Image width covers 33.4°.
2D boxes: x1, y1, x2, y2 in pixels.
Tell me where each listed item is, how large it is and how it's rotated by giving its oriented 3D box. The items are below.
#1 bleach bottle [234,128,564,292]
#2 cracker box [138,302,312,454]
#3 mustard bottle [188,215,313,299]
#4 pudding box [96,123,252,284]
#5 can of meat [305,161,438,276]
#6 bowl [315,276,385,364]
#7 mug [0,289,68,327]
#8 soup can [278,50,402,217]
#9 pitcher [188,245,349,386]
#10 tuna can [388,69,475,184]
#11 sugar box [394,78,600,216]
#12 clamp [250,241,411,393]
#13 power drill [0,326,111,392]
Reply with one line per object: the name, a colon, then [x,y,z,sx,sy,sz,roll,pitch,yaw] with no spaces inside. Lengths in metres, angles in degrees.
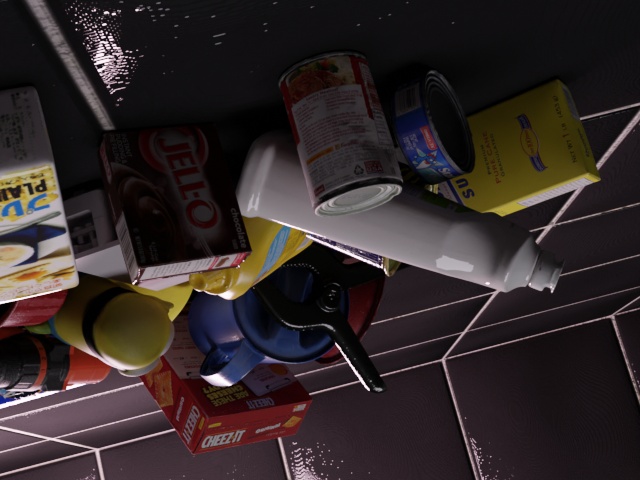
bleach bottle: [0.065,-0.015,0.832,0.251,0.068,0.102,21,-163,9]
cracker box: [-0.139,0.169,1.368,0.163,0.214,0.072,-3,127,-40]
mustard bottle: [-0.056,0.001,0.925,0.096,0.058,0.191,-56,171,32]
pudding box: [-0.111,-0.029,0.800,0.089,0.113,0.039,-9,163,-26]
can of meat: [0.045,-0.029,0.937,0.084,0.102,0.057,22,145,19]
bowl: [0.010,0.067,1.303,0.055,0.162,0.162,25,147,-26]
mug: [-0.286,0.032,0.942,0.117,0.093,0.081,13,-178,22]
soup can: [0.015,-0.075,0.769,0.068,0.102,0.068,-14,167,-4]
pitcher: [-0.079,0.090,1.233,0.149,0.145,0.243,-5,172,-23]
tuna can: [0.088,-0.087,0.835,0.034,0.086,0.086,-20,166,26]
sugar box: [0.152,-0.068,0.966,0.176,0.093,0.048,-22,164,25]
clamp: [0.008,0.067,1.120,0.209,0.164,0.036,13,176,-23]
power drill: [-0.330,0.107,1.061,0.188,0.057,0.184,14,-179,32]
